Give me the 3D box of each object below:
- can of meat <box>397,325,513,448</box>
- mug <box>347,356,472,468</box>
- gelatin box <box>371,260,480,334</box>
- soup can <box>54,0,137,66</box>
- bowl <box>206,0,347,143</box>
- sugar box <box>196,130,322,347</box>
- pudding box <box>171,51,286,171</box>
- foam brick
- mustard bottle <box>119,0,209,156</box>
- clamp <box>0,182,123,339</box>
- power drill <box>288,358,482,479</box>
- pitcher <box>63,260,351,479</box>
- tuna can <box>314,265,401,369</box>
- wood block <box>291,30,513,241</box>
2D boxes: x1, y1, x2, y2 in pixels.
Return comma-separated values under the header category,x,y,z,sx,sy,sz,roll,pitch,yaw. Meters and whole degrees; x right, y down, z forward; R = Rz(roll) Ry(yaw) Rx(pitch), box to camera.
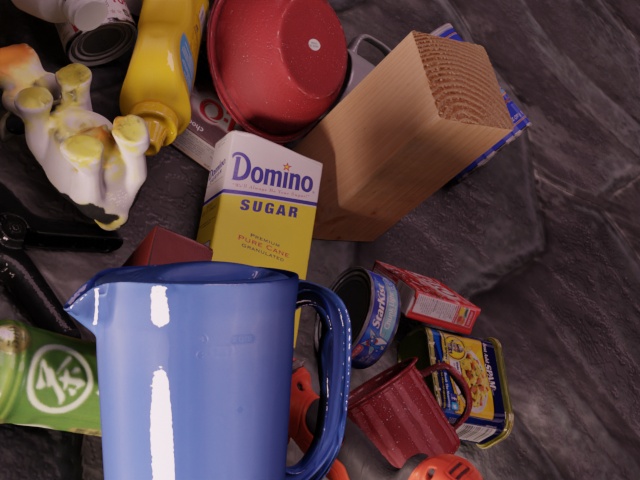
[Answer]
category,x,y,z,sx,sy,sz,roll,pitch,yaw
can of meat,0.121,0.132,0.972,0.083,0.058,0.102,15,53,-28
mug,0.072,0.149,0.888,0.081,0.117,0.093,58,0,2
gelatin box,0.094,0.052,0.989,0.073,0.030,0.089,18,9,-26
soup can,-0.210,-0.213,0.938,0.068,0.069,0.102,-12,69,-42
bowl,-0.025,-0.171,0.962,0.161,0.055,0.162,3,87,-47
sugar box,-0.056,0.001,0.905,0.093,0.048,0.176,20,66,-26
pudding box,-0.088,-0.106,0.982,0.113,0.039,0.090,33,47,-15
foam brick,-0.125,0.035,0.830,0.051,0.078,0.053,24,49,-21
mustard bottle,-0.131,-0.143,0.889,0.058,0.096,0.191,4,49,-2
clamp,-0.232,0.009,0.792,0.171,0.039,0.120,25,40,-24
power drill,0.014,0.190,0.787,0.188,0.185,0.057,35,32,20
pitcher,-0.071,0.134,0.697,0.144,0.149,0.243,-9,101,-66
tuna can,0.032,0.068,0.925,0.033,0.086,0.086,23,50,-26
wood block,0.064,-0.087,0.967,0.090,0.206,0.091,4,60,-36
